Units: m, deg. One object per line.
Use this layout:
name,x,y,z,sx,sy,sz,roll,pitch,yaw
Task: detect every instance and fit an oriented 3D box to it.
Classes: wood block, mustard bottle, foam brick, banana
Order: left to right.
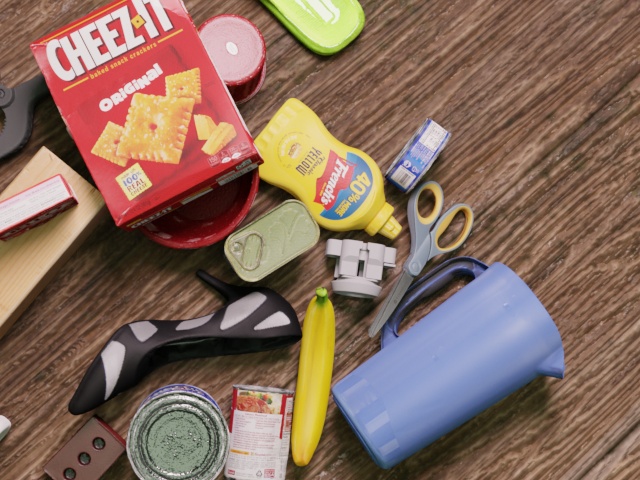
wood block,-0.325,0.010,1.141,0.091,0.090,0.206,40,82,-3
foam brick,-0.252,0.233,1.150,0.053,0.051,0.078,43,82,-2
banana,-0.010,0.146,1.181,0.037,0.069,0.198,6,93,17
mustard bottle,0.012,-0.067,1.204,0.191,0.058,0.096,39,89,-3

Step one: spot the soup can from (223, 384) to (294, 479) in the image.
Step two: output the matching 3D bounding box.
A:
soup can,-0.067,0.212,1.167,0.068,0.068,0.102,6,85,-7

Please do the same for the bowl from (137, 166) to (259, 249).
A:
bowl,-0.139,-0.069,1.175,0.162,0.055,0.162,-1,86,12

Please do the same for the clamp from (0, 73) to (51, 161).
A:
clamp,-0.340,-0.160,1.179,0.164,0.036,0.210,20,85,-4

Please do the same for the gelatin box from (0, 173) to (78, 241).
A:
gelatin box,-0.289,-0.031,1.065,0.089,0.073,0.030,-28,90,-9

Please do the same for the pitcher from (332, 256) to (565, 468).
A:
pitcher,0.132,0.134,1.177,0.242,0.149,0.145,-33,105,-5

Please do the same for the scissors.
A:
scissors,0.098,0.010,1.195,0.201,0.016,0.096,-40,106,-27

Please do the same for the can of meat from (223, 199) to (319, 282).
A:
can of meat,-0.058,0.002,1.176,0.102,0.084,0.057,-32,93,-9

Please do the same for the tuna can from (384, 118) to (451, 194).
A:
tuna can,0.109,-0.095,1.205,0.034,0.086,0.086,36,82,-1

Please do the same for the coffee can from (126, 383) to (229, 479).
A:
coffee can,-0.149,0.205,1.120,0.102,0.140,0.103,1,85,-7

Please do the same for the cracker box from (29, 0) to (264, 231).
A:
cracker box,-0.179,-0.140,1.106,0.164,0.072,0.214,-27,85,0

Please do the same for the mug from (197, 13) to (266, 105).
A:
mug,-0.109,-0.192,1.188,0.093,0.081,0.117,27,82,-4
